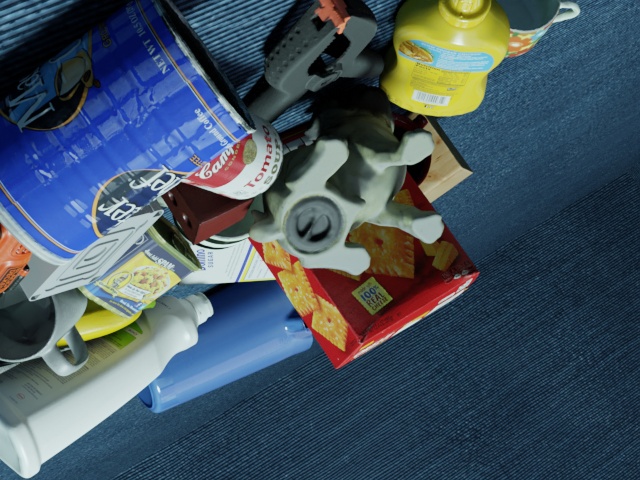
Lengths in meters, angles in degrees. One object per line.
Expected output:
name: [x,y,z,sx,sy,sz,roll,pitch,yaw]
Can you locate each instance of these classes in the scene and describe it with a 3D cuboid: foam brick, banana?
foam brick: [-0.099,-0.045,0.862,0.051,0.078,0.053,-30,170,-22]
banana: [-0.251,0.085,0.994,0.197,0.037,0.069,-14,166,-6]

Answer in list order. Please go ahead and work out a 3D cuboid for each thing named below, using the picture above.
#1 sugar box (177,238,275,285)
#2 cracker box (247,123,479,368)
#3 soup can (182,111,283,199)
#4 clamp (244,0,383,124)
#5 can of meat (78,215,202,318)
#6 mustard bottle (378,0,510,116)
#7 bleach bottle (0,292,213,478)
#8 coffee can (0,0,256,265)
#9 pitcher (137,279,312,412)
sugar box: [-0.057,0.001,1.093,0.176,0.048,0.093,0,145,-21]
cracker box: [0.027,-0.010,1.017,0.163,0.214,0.072,-26,166,-34]
soup can: [-0.079,-0.070,0.781,0.069,0.068,0.102,-36,158,17]
clamp: [-0.013,-0.132,0.830,0.164,0.036,0.210,-32,173,-7]
can of meat: [-0.166,0.017,0.939,0.084,0.057,0.102,-37,152,3]
mustard bottle: [0.107,-0.168,0.901,0.096,0.058,0.192,12,164,-1]
bleach bottle: [-0.202,0.120,1.018,0.250,0.103,0.068,-30,128,-34]
coffee can: [-0.123,-0.066,0.620,0.140,0.103,0.102,-34,170,6]
pitcher: [-0.146,0.136,1.460,0.242,0.145,0.149,-24,154,-25]
